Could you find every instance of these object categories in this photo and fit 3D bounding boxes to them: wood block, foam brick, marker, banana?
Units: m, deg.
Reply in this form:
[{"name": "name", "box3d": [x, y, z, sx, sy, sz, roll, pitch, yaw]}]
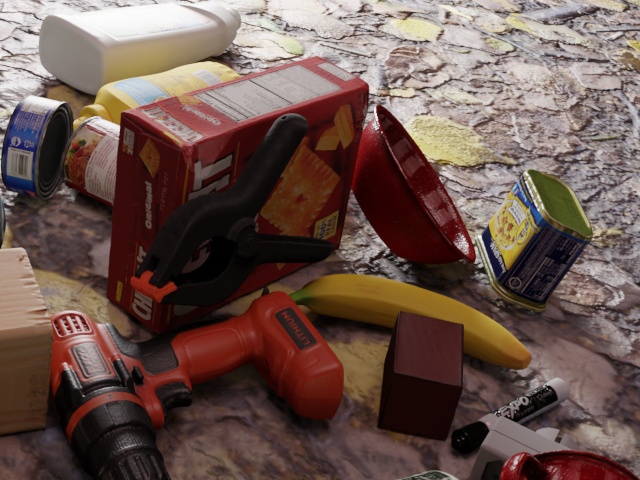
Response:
[{"name": "wood block", "box3d": [-0.281, 0.072, 0.662, 0.205, 0.090, 0.091, -5, 38, -26]}, {"name": "foam brick", "box3d": [0.074, 0.097, 0.778, 0.051, 0.053, 0.078, 13, 33, 0]}, {"name": "marker", "box3d": [0.140, 0.129, 0.783, 0.120, 0.020, 0.020, -18, 43, -38]}, {"name": "banana", "box3d": [0.068, 0.062, 0.845, 0.197, 0.037, 0.069, 13, 33, -3]}]

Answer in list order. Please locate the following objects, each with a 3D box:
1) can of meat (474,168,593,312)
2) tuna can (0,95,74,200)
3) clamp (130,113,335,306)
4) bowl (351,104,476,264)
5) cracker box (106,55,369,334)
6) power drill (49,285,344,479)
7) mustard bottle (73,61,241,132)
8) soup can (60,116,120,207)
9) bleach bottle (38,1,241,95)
[{"name": "can of meat", "box3d": [0.186, -0.003, 0.929, 0.057, 0.084, 0.102, 20, 30, -18]}, {"name": "tuna can", "box3d": [-0.241, -0.079, 0.910, 0.034, 0.086, 0.086, 12, 33, 3]}, {"name": "clamp", "box3d": [-0.055, 0.001, 0.760, 0.171, 0.120, 0.039, -40, 33, -25]}, {"name": "bowl", "box3d": [0.072, -0.037, 0.936, 0.162, 0.055, 0.162, 51, 17, -23]}, {"name": "cracker box", "box3d": [-0.060, -0.040, 0.839, 0.072, 0.164, 0.213, 31, 37, 29]}, {"name": "power drill", "box3d": [-0.082, 0.101, 0.715, 0.187, 0.057, 0.185, -8, 38, -29]}, {"name": "mustard bottle", "box3d": [-0.159, -0.124, 1.030, 0.191, 0.058, 0.096, -21, 49, -41]}, {"name": "soup can", "box3d": [-0.162, -0.057, 0.919, 0.102, 0.068, 0.068, 24, 34, 17]}, {"name": "bleach bottle", "box3d": [-0.182, -0.226, 1.176, 0.103, 0.068, 0.250, 30, 34, 24]}]
